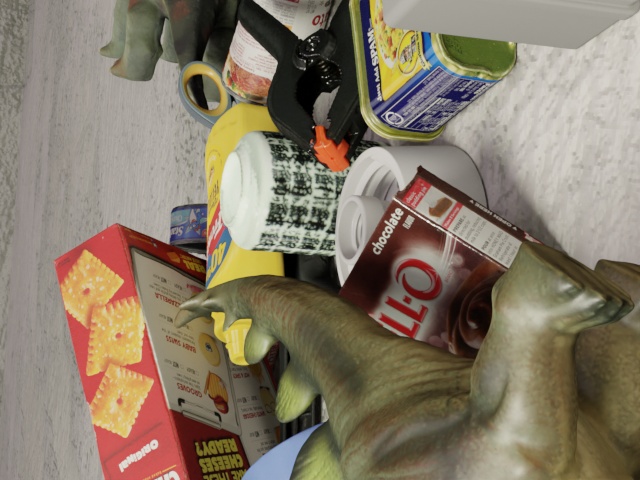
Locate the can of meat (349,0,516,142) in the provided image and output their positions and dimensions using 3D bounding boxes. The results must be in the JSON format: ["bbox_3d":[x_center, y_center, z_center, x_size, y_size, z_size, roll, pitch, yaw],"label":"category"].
[{"bbox_3d":[0.063,-0.119,0.604,0.084,0.057,0.102,143,126,-59],"label":"can of meat"}]

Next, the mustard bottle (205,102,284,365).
[{"bbox_3d":[-0.056,0.001,0.779,0.096,0.058,0.191,123,150,-53],"label":"mustard bottle"}]

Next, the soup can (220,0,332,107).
[{"bbox_3d":[-0.033,-0.161,0.824,0.068,0.068,0.102,-115,36,-49],"label":"soup can"}]

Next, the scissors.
[{"bbox_3d":[-0.071,-0.072,0.880,0.016,0.096,0.202,126,145,-68],"label":"scissors"}]

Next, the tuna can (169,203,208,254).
[{"bbox_3d":[-0.086,-0.008,0.907,0.086,0.086,0.034,163,110,-66],"label":"tuna can"}]

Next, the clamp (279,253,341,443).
[{"bbox_3d":[-0.016,0.053,0.793,0.210,0.036,0.165,-111,34,-49],"label":"clamp"}]

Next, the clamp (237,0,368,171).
[{"bbox_3d":[-0.007,-0.117,0.687,0.120,0.039,0.171,-15,51,30],"label":"clamp"}]

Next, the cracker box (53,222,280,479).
[{"bbox_3d":[-0.098,0.111,0.777,0.072,0.164,0.214,-28,64,20],"label":"cracker box"}]

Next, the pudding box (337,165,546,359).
[{"bbox_3d":[0.060,0.030,0.548,0.039,0.090,0.114,-52,-8,-48],"label":"pudding box"}]
